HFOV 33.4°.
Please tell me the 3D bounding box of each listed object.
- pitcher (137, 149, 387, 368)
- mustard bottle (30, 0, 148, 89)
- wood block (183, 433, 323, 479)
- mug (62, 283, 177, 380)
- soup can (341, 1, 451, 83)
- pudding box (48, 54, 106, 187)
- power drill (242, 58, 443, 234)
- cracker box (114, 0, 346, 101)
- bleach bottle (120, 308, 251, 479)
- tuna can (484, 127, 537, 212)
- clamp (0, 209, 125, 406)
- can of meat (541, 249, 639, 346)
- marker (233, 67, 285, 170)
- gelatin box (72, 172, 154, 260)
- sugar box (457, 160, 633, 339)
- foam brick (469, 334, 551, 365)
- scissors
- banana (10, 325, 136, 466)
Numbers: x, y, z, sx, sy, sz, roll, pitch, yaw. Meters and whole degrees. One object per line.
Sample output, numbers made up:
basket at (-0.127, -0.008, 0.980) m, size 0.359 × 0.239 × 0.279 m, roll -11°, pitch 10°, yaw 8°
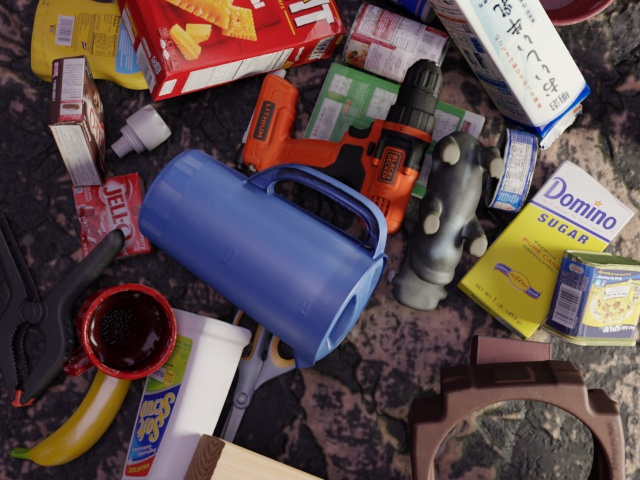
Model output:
pitcher at (-0.057, 0.001, 1.085) m, size 0.243 × 0.145 × 0.149 m, roll 33°, pitch 65°, yaw 12°
mustard bottle at (-0.213, -0.215, 1.163) m, size 0.191 × 0.058 × 0.096 m, roll 6°, pitch 80°, yaw 3°
wood block at (-0.029, 0.268, 1.033) m, size 0.206 × 0.090 × 0.091 m, roll 25°, pitch 78°, yaw -17°
mug at (-0.207, 0.095, 1.063) m, size 0.117 × 0.082 × 0.093 m, roll -41°, pitch 104°, yaw -15°
soup can at (0.082, -0.207, 1.147) m, size 0.102 × 0.068 × 0.068 m, roll 21°, pitch 83°, yaw 4°
pudding box at (-0.251, -0.123, 1.111) m, size 0.039 × 0.113 × 0.090 m, roll -6°, pitch 60°, yaw 1°
power drill at (0.023, -0.115, 1.111) m, size 0.188 × 0.057 × 0.184 m, roll 17°, pitch 89°, yaw 20°
cracker box at (-0.101, -0.255, 1.124) m, size 0.213 × 0.072 × 0.164 m, roll -18°, pitch 81°, yaw -23°
bleach bottle at (-0.150, 0.199, 1.081) m, size 0.068 × 0.103 × 0.251 m, roll 21°, pitch 82°, yaw -37°
tuna can at (0.199, -0.073, 1.114) m, size 0.034 × 0.086 × 0.086 m, roll 13°, pitch 82°, yaw 0°
clamp at (-0.304, 0.068, 1.127) m, size 0.165 × 0.036 × 0.210 m, roll 17°, pitch 92°, yaw 19°
can of meat at (0.280, 0.058, 1.077) m, size 0.101 × 0.058 × 0.084 m, roll 4°, pitch 104°, yaw -33°
marker at (-0.068, -0.133, 1.165) m, size 0.020 × 0.020 × 0.121 m, roll 20°, pitch 83°, yaw 5°
gelatin box at (-0.223, -0.023, 1.149) m, size 0.073 × 0.030 × 0.089 m, roll -10°, pitch 82°, yaw 1°
sugar box at (0.236, 0.009, 1.121) m, size 0.093 × 0.048 × 0.176 m, roll 40°, pitch 86°, yaw 7°
foam brick at (0.195, 0.127, 1.101) m, size 0.078 × 0.053 × 0.051 m, roll 6°, pitch 82°, yaw 2°
scissors at (-0.062, 0.161, 1.123) m, size 0.096 × 0.016 × 0.202 m, roll 5°, pitch 82°, yaw 3°
banana at (-0.242, 0.165, 1.118) m, size 0.069 × 0.037 × 0.198 m, roll 37°, pitch 84°, yaw 5°
